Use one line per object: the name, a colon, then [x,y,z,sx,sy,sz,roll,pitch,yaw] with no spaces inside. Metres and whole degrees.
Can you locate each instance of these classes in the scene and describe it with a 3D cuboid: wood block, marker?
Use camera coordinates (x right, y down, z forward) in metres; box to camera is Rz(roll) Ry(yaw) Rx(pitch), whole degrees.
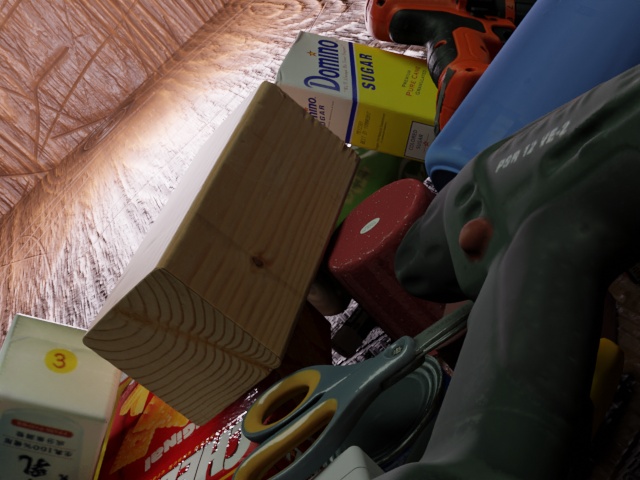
wood block: [-0.054,0.000,0.677,0.090,0.090,0.206,-41,17,37]
marker: [0.049,0.031,0.750,0.121,0.020,0.020,-51,21,-20]

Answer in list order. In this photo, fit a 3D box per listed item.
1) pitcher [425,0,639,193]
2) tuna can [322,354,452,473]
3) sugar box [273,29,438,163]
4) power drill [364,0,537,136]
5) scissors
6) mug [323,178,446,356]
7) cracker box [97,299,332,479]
pitcher: [0.180,-0.101,0.624,0.242,0.145,0.149,-51,-4,-9]
tuna can: [0.042,0.105,0.589,0.086,0.033,0.086,-38,20,16]
sugar box: [0.056,-0.106,0.809,0.093,0.176,0.048,-71,-4,-53]
power drill: [0.135,-0.135,0.783,0.187,0.184,0.057,-104,17,-55]
scissors: [0.030,0.060,0.560,0.201,0.016,0.096,-41,21,-6]
mug: [0.053,0.013,0.685,0.093,0.081,0.117,-45,19,-4]
cracker box: [-0.071,0.134,0.695,0.164,0.072,0.213,-38,21,17]
